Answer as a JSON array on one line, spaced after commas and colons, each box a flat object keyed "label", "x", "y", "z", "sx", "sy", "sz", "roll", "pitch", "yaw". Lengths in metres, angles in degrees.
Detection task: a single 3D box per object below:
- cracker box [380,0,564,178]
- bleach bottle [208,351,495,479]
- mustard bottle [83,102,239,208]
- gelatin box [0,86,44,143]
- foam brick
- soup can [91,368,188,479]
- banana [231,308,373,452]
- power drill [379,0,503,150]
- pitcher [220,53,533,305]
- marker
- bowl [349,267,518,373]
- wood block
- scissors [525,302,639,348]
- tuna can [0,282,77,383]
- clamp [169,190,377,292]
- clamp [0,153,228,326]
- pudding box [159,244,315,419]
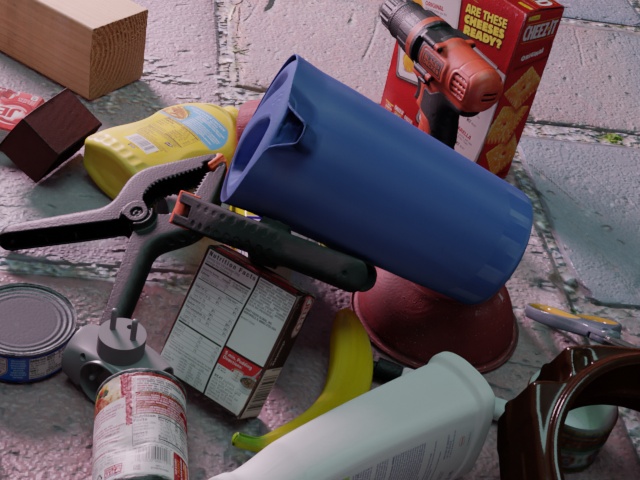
[{"label": "cracker box", "x": 0.160, "y": -0.192, "z": 1.172, "sx": 0.071, "sy": 0.214, "sz": 0.164, "roll": -19, "pitch": 47, "yaw": -36}, {"label": "bleach bottle", "x": 0.007, "y": 0.161, "z": 0.755, "sx": 0.250, "sy": 0.103, "sz": 0.068, "roll": -15, "pitch": 41, "yaw": -34}, {"label": "mustard bottle", "x": -0.140, "y": -0.097, "z": 1.086, "sx": 0.096, "sy": 0.058, "sz": 0.191, "roll": 35, "pitch": 42, "yaw": 25}, {"label": "gelatin box", "x": -0.338, "y": -0.129, "z": 1.092, "sx": 0.089, "sy": 0.030, "sz": 0.073, "roll": 15, "pitch": 37, "yaw": 3}, {"label": "foam brick", "x": -0.264, "y": -0.103, "z": 1.047, "sx": 0.051, "sy": 0.053, "sz": 0.078, "roll": 47, "pitch": 39, "yaw": -7}, {"label": "soup can", "x": -0.127, "y": 0.150, "z": 0.759, "sx": 0.068, "sy": 0.069, "sz": 0.102, "roll": 4, "pitch": 38, "yaw": -12}, {"label": "banana", "x": 0.006, "y": 0.121, "z": 0.853, "sx": 0.069, "sy": 0.037, "sz": 0.197, "roll": 44, "pitch": 37, "yaw": 0}, {"label": "power drill", "x": 0.102, "y": -0.141, "z": 1.111, "sx": 0.057, "sy": 0.188, "sz": 0.185, "roll": -12, "pitch": 45, "yaw": -27}, {"label": "pitcher", "x": 0.047, "y": -0.043, "z": 0.893, "sx": 0.242, "sy": 0.145, "sz": 0.149, "roll": 26, "pitch": 40, "yaw": -14}, {"label": "marker", "x": 0.099, "y": 0.125, "z": 0.901, "sx": 0.121, "sy": 0.020, "sz": 0.020, "roll": 18, "pitch": 37, "yaw": 7}, {"label": "bowl", "x": 0.111, "y": 0.048, "z": 0.976, "sx": 0.162, "sy": 0.055, "sz": 0.162, "roll": 9, "pitch": 37, "yaw": -7}, {"label": "wood block", "x": -0.305, "y": -0.251, "z": 1.213, "sx": 0.206, "sy": 0.090, "sz": 0.090, "roll": 29, "pitch": 39, "yaw": 21}, {"label": "scissors", "x": 0.261, "y": 0.085, "z": 0.936, "sx": 0.096, "sy": 0.016, "sz": 0.202, "roll": 8, "pitch": 6, "yaw": -30}, {"label": "tuna can", "x": -0.239, "y": 0.074, "z": 0.854, "sx": 0.086, "sy": 0.034, "sz": 0.086, "roll": 8, "pitch": 37, "yaw": -6}, {"label": "clamp", "x": -0.034, "y": 0.004, "z": 0.811, "sx": 0.171, "sy": 0.039, "sz": 0.120, "roll": 18, "pitch": -6, "yaw": -1}, {"label": "clamp", "x": -0.171, "y": -0.016, "z": 0.951, "sx": 0.165, "sy": 0.036, "sz": 0.209, "roll": 31, "pitch": 59, "yaw": 25}, {"label": "pudding box", "x": -0.068, "y": 0.071, "z": 0.843, "sx": 0.090, "sy": 0.113, "sz": 0.039, "roll": 29, "pitch": 8, "yaw": 21}]
